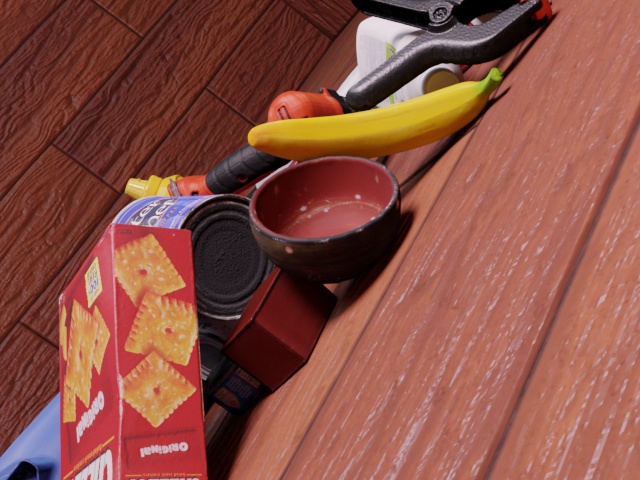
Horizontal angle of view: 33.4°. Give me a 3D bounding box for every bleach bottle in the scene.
[{"bbox_3d":[0.085,-0.149,0.975,0.068,0.102,0.251,-11,18,-4],"label":"bleach bottle"}]

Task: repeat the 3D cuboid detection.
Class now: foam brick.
[{"bbox_3d":[-0.031,0.063,0.809,0.053,0.051,0.078,-47,10,41],"label":"foam brick"}]

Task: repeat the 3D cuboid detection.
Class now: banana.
[{"bbox_3d":[0.045,-0.092,0.827,0.198,0.069,0.037,-15,57,7],"label":"banana"}]

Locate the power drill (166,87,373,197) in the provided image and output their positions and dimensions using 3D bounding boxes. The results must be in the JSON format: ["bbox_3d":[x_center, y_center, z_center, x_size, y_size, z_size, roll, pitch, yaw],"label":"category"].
[{"bbox_3d":[-0.042,-0.078,1.033,0.188,0.057,0.184,-35,-14,23],"label":"power drill"}]

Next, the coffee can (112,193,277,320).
[{"bbox_3d":[-0.111,0.012,0.913,0.141,0.102,0.102,2,53,57],"label":"coffee can"}]

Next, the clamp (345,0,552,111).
[{"bbox_3d":[0.094,-0.159,0.842,0.172,0.039,0.120,-3,66,29],"label":"clamp"}]

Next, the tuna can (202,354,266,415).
[{"bbox_3d":[-0.058,0.099,0.867,0.086,0.033,0.086,-51,9,10],"label":"tuna can"}]

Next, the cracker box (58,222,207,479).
[{"bbox_3d":[-0.146,0.117,0.790,0.164,0.072,0.214,-42,48,55],"label":"cracker box"}]
